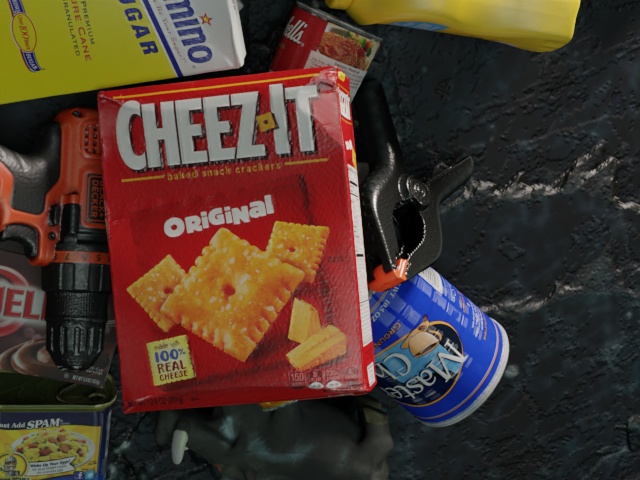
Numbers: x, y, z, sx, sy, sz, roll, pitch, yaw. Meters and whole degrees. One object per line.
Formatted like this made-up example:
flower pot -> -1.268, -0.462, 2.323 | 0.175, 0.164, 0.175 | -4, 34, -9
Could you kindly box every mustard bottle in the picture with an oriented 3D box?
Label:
mustard bottle -> 0.079, -0.175, 0.759 | 0.191, 0.096, 0.058 | 4, 108, -18

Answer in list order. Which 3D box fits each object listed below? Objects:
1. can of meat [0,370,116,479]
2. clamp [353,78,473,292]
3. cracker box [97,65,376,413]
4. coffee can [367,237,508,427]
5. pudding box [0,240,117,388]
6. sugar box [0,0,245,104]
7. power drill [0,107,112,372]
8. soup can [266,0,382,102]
can of meat -> -0.210, 0.147, 0.813 | 0.102, 0.057, 0.084 | 2, 111, -17
clamp -> 0.069, -0.030, 0.793 | 0.120, 0.171, 0.039 | 24, 144, -26
cracker box -> -0.055, 0.001, 0.710 | 0.164, 0.072, 0.214 | -5, 89, 7
coffee can -> 0.065, 0.068, 0.840 | 0.140, 0.103, 0.103 | 39, 95, -25
pudding box -> -0.204, 0.053, 0.789 | 0.113, 0.039, 0.090 | 14, 104, -21
sugar box -> -0.144, -0.149, 0.705 | 0.176, 0.048, 0.093 | -8, 114, 6
power drill -> -0.219, -0.007, 0.701 | 0.187, 0.057, 0.184 | 7, 81, -42
soup can -> -0.006, -0.113, 0.773 | 0.068, 0.068, 0.102 | 19, 104, -22
